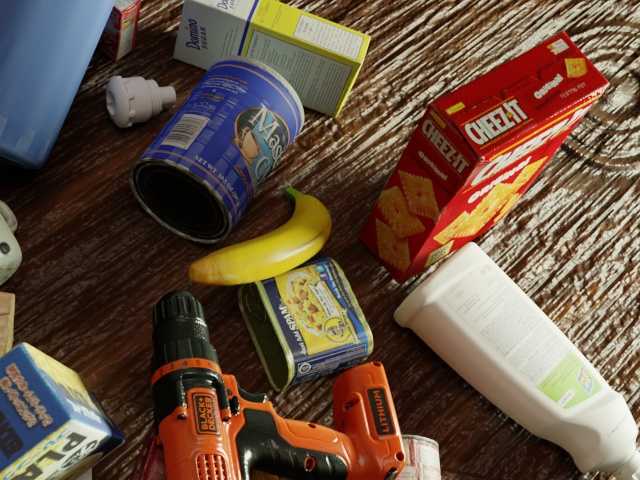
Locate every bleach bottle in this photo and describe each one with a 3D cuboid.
[{"bbox_3d":[0.186,0.122,0.946,0.102,0.068,0.251,-38,79,-30],"label":"bleach bottle"}]

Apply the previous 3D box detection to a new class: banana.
[{"bbox_3d":[-0.038,0.001,0.920,0.070,0.037,0.197,5,22,23],"label":"banana"}]

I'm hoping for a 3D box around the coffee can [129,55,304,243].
[{"bbox_3d":[-0.091,-0.082,0.957,0.103,0.103,0.140,30,58,2],"label":"coffee can"}]

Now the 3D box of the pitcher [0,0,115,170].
[{"bbox_3d":[-0.257,-0.192,0.923,0.145,0.149,0.243,20,85,-8],"label":"pitcher"}]

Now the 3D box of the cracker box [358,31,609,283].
[{"bbox_3d":[0.139,-0.067,0.949,0.164,0.214,0.072,-31,74,-28],"label":"cracker box"}]

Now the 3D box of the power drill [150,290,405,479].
[{"bbox_3d":[-0.037,0.124,0.808,0.187,0.057,0.184,7,51,-26],"label":"power drill"}]

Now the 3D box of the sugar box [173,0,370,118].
[{"bbox_3d":[-0.049,-0.188,1.035,0.176,0.093,0.048,22,57,-3],"label":"sugar box"}]

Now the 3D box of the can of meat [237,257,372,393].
[{"bbox_3d":[-0.013,0.070,0.921,0.083,0.057,0.102,-14,66,-24],"label":"can of meat"}]

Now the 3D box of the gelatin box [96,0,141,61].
[{"bbox_3d":[-0.215,-0.226,1.020,0.089,0.073,0.030,41,58,9],"label":"gelatin box"}]

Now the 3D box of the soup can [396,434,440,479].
[{"bbox_3d":[0.065,0.215,0.854,0.068,0.069,0.102,6,60,-13],"label":"soup can"}]
